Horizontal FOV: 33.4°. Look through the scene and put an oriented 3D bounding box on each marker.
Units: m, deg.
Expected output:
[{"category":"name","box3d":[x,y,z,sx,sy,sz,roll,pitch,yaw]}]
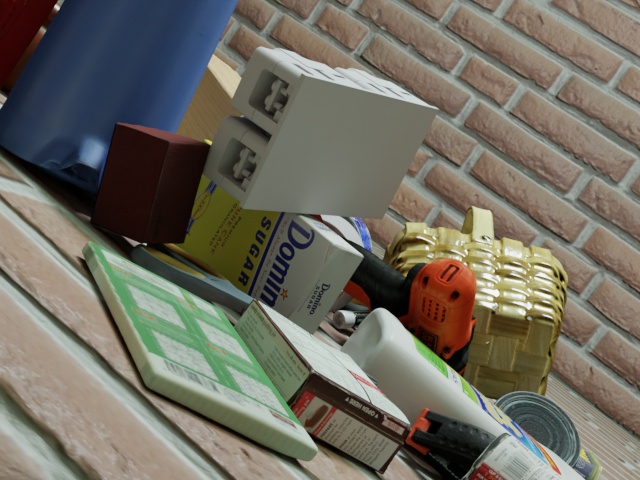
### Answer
[{"category":"marker","box3d":[0.062,0.082,1.126,0.120,0.020,0.020,2,28,-44]}]

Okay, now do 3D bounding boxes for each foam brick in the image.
[{"category":"foam brick","box3d":[-0.123,-0.041,0.770,0.051,0.078,0.052,21,10,26]}]

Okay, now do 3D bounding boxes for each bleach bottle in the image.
[{"category":"bleach bottle","box3d":[0.127,0.157,0.831,0.250,0.068,0.102,37,6,-9]}]

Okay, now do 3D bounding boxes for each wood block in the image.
[{"category":"wood block","box3d":[-0.098,-0.103,1.053,0.090,0.091,0.206,33,15,-45]}]

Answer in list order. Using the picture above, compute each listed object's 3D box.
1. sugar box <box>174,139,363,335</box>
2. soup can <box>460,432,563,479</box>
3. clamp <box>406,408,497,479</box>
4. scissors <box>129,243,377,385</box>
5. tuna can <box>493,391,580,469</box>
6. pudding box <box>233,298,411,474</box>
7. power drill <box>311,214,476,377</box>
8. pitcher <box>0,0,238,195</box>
[{"category":"sugar box","box3d":[-0.056,0.001,0.861,0.176,0.093,0.048,39,10,38]},{"category":"soup can","box3d":[0.134,0.174,0.651,0.102,0.068,0.068,37,5,21]},{"category":"clamp","box3d":[0.138,0.179,0.740,0.172,0.039,0.120,29,-33,24]},{"category":"scissors","box3d":[-0.056,0.049,0.758,0.202,0.016,0.096,32,7,24]},{"category":"tuna can","box3d":[0.177,0.172,0.912,0.086,0.034,0.086,10,47,-12]},{"category":"pudding box","box3d":[-0.003,0.091,0.681,0.090,0.039,0.114,33,3,-29]},{"category":"power drill","box3d":[0.044,0.059,0.917,0.188,0.057,0.184,26,-41,21]},{"category":"pitcher","box3d":[-0.150,-0.157,0.841,0.149,0.243,0.144,30,3,24]}]
